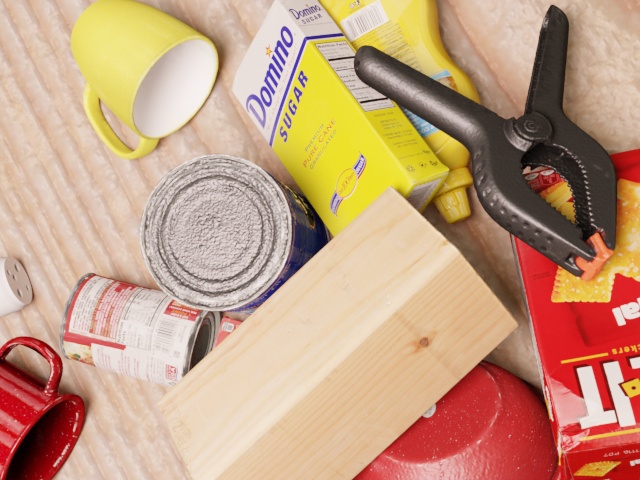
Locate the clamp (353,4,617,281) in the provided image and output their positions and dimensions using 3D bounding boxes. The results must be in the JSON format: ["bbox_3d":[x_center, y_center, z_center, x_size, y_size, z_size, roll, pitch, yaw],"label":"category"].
[{"bbox_3d":[0.121,-0.066,0.697,0.164,0.036,0.210,-10,60,-14],"label":"clamp"}]

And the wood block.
[{"bbox_3d":[0.010,0.079,0.678,0.206,0.090,0.090,-42,38,2],"label":"wood block"}]

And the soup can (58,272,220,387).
[{"bbox_3d":[-0.134,0.068,0.797,0.102,0.068,0.068,13,87,11],"label":"soup can"}]

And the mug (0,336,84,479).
[{"bbox_3d":[-0.233,0.127,0.799,0.081,0.093,0.117,28,101,17],"label":"mug"}]

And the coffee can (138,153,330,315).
[{"bbox_3d":[-0.055,0.001,0.751,0.103,0.140,0.103,-1,84,11],"label":"coffee can"}]

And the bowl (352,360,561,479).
[{"bbox_3d":[0.080,0.129,0.708,0.162,0.162,0.055,-15,127,11],"label":"bowl"}]

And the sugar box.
[{"bbox_3d":[0.008,-0.080,0.758,0.176,0.048,0.093,53,135,20],"label":"sugar box"}]

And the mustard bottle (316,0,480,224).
[{"bbox_3d":[0.064,-0.102,0.778,0.096,0.058,0.191,-26,81,19],"label":"mustard bottle"}]
